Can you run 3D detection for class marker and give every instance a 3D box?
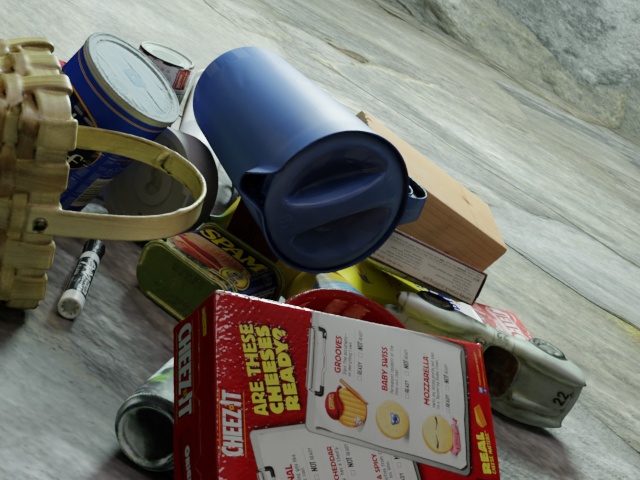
[{"bbox_3d":[-0.193,0.028,0.869,0.020,0.020,0.121,21,20,-10],"label":"marker"}]

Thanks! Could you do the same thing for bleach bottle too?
[{"bbox_3d":[-0.129,-0.110,1.159,0.068,0.103,0.251,15,21,-5],"label":"bleach bottle"}]

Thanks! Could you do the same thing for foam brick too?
[{"bbox_3d":[-0.057,0.001,1.010,0.051,0.078,0.053,10,27,-36],"label":"foam brick"}]

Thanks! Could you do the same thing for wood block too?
[{"bbox_3d":[0.095,-0.036,1.158,0.205,0.090,0.091,33,27,-31],"label":"wood block"}]

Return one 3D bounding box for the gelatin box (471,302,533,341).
[{"bbox_3d":[0.185,0.100,1.116,0.073,0.030,0.089,16,22,-23],"label":"gelatin box"}]

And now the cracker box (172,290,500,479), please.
[{"bbox_3d":[0.014,0.135,0.681,0.213,0.072,0.164,13,58,-30],"label":"cracker box"}]

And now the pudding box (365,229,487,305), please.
[{"bbox_3d":[0.097,0.023,1.017,0.113,0.039,0.090,24,-2,0],"label":"pudding box"}]

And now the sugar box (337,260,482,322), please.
[{"bbox_3d":[0.069,0.057,1.064,0.176,0.048,0.093,13,24,-27],"label":"sugar box"}]

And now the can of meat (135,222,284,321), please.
[{"bbox_3d":[-0.096,0.033,0.918,0.102,0.057,0.083,34,24,21],"label":"can of meat"}]

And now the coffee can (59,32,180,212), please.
[{"bbox_3d":[-0.209,-0.100,0.950,0.102,0.140,0.103,40,25,-23],"label":"coffee can"}]

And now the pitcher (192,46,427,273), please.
[{"bbox_3d":[-0.021,-0.084,0.969,0.149,0.145,0.243,59,-5,-39],"label":"pitcher"}]

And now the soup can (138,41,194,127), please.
[{"bbox_3d":[-0.194,-0.169,1.232,0.068,0.102,0.068,22,21,-9],"label":"soup can"}]
